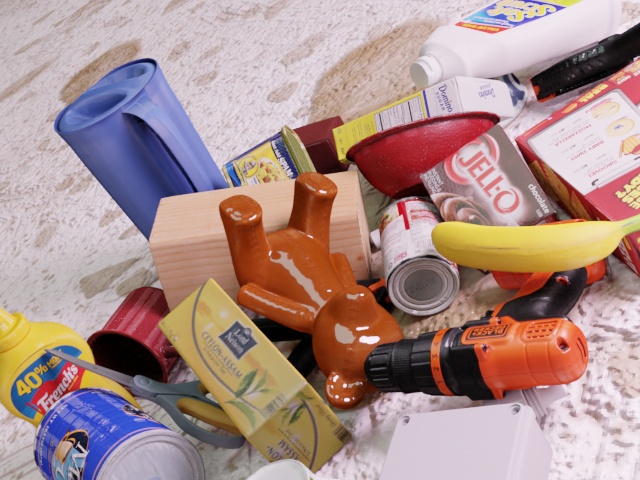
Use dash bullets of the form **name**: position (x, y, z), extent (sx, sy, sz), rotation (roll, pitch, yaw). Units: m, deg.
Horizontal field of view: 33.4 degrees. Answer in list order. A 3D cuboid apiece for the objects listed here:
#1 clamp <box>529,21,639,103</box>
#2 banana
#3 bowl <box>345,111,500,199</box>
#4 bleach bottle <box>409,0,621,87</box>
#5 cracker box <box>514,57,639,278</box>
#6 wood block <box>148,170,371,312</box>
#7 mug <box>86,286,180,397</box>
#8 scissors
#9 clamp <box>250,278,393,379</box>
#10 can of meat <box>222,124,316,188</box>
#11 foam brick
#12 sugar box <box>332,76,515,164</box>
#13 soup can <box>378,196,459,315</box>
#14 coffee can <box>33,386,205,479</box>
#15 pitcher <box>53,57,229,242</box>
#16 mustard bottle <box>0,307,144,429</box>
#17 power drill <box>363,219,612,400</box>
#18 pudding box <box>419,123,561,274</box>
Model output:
- **clamp**: position (0.299, -0.189, 1.069), extent (0.210, 0.036, 0.164), rotation (-21, -5, 34)
- **banana**: position (0.155, 0.004, 0.846), extent (0.198, 0.037, 0.069), rotation (0, 10, 43)
- **bowl**: position (0.109, -0.080, 1.083), extent (0.162, 0.055, 0.162), rotation (-12, -9, -2)
- **bleach bottle**: position (0.203, -0.217, 1.146), extent (0.250, 0.068, 0.103), rotation (-28, 44, -28)
- **cracker box**: position (0.290, -0.071, 0.927), extent (0.164, 0.072, 0.214), rotation (-33, 30, 1)
- **wood block**: position (-0.057, 0.001, 1.075), extent (0.206, 0.090, 0.091), rotation (-8, 33, 8)
- **mug**: position (-0.173, 0.100, 1.101), extent (0.117, 0.093, 0.081), rotation (-9, 32, 31)
- **scissors**: position (-0.147, 0.131, 0.986), extent (0.202, 0.016, 0.096), rotation (27, 25, 18)
- **clamp**: position (-0.012, 0.083, 1.012), extent (0.171, 0.039, 0.120), rotation (-34, 49, -8)
- **can of meat**: position (-0.048, -0.059, 1.150), extent (0.084, 0.057, 0.102), rotation (-29, 70, 12)
- **foam brick**: position (-0.005, -0.107, 1.282), extent (0.078, 0.053, 0.051), rotation (-12, 35, 30)
- **sugar box**: position (0.107, -0.125, 1.132), extent (0.093, 0.048, 0.177), rotation (-3, -14, -46)
- **soup can**: position (0.091, 0.014, 0.994), extent (0.068, 0.068, 0.102), rotation (-24, 31, 14)
- **coffee can**: position (-0.180, 0.198, 0.946), extent (0.102, 0.102, 0.141), rotation (-45, 31, -20)
- **pitcher**: position (-0.174, -0.072, 1.198), extent (0.145, 0.242, 0.149), rotation (-22, 31, 18)
- **mustard bottle**: position (-0.257, 0.135, 1.022), extent (0.096, 0.191, 0.058), rotation (-40, 30, -12)
- **power drill**: position (0.143, 0.058, 0.857), extent (0.185, 0.057, 0.187), rotation (-8, 27, 36)
- **pudding box**: position (0.156, -0.038, 0.981), extent (0.090, 0.039, 0.113), rotation (-35, 60, 14)
